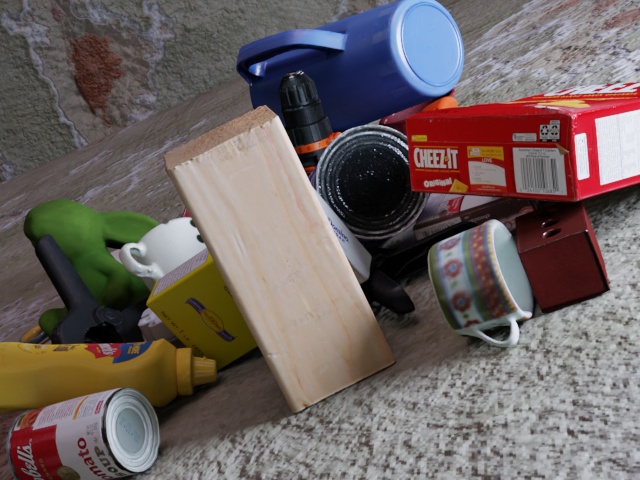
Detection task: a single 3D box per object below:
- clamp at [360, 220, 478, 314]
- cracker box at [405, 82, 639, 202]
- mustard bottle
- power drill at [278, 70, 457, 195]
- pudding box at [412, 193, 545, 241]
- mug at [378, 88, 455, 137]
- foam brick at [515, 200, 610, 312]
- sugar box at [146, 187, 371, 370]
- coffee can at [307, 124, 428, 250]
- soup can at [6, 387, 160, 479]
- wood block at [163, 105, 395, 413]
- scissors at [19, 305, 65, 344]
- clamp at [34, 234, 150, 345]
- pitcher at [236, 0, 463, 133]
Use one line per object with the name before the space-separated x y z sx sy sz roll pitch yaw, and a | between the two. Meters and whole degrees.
clamp | 0.048 0.035 0.923 0.172 0.039 0.120 -20 11 42
cracker box | 0.201 -0.086 0.870 0.213 0.072 0.164 -15 14 -39
mustard bottle | -0.185 0.115 0.918 0.191 0.058 0.096 -1 3 -3
power drill | 0.053 -0.097 1.107 0.188 0.184 0.057 -6 20 28
pudding box | 0.147 -0.028 0.973 0.114 0.039 0.090 -17 16 22
mug | 0.126 -0.113 1.191 0.093 0.081 0.117 -27 15 -5
foam brick | 0.177 0.009 0.783 0.053 0.051 0.078 -21 16 15
sugar box | -0.053 0.035 0.916 0.176 0.093 0.048 -32 22 25
coffee can | 0.039 -0.044 0.999 0.102 0.103 0.140 -28 -3 -8
soup can | -0.185 0.158 0.839 0.102 0.068 0.068 -17 18 27
wood block | -0.032 0.012 0.812 0.090 0.206 0.091 -27 16 -3
scissors | -0.334 0.092 1.371 0.096 0.016 0.202 -26 16 -2
clamp | -0.221 0.078 1.047 0.036 0.164 0.210 -59 15 32
pitcher | 0.031 -0.192 1.188 0.149 0.145 0.243 -36 16 -37
